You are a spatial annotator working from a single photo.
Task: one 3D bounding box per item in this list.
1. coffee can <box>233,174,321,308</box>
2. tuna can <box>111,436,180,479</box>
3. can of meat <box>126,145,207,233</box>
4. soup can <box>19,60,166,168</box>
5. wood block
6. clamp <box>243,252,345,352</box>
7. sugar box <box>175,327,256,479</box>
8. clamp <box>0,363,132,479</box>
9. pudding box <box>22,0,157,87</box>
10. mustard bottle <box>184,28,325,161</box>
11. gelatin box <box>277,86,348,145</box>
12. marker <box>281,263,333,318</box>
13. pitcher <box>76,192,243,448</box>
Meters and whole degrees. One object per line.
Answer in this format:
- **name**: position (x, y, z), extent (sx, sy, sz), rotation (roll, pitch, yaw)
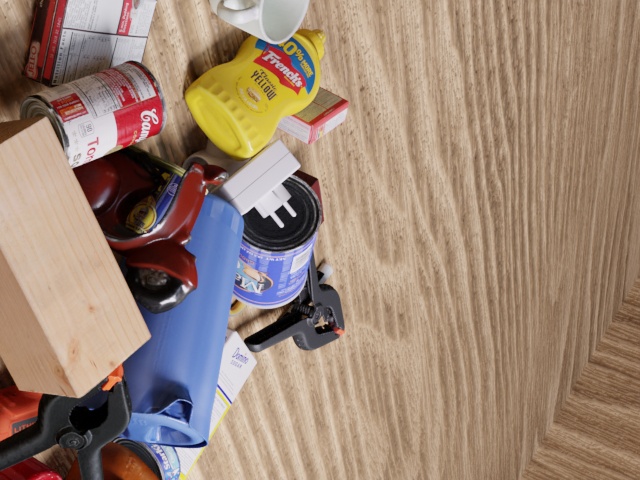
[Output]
- **coffee can**: position (-0.058, 0.001, 1.199), extent (0.102, 0.103, 0.140), rotation (-52, 169, -28)
- **tuna can**: position (-0.198, 0.248, 1.193), extent (0.033, 0.086, 0.086), rotation (-33, 138, -50)
- **can of meat**: position (-0.172, -0.037, 1.007), extent (0.084, 0.102, 0.057), rotation (-59, 153, -11)
- **soup can**: position (-0.189, -0.104, 0.888), extent (0.102, 0.069, 0.068), rotation (-28, 135, -38)
- **wood block**: position (-0.232, 0.014, 0.859), extent (0.090, 0.091, 0.206), rotation (-42, 119, -42)
- **clamp**: position (-0.016, 0.083, 1.418), extent (0.209, 0.036, 0.164), rotation (27, 85, -60)
- **sugar box**: position (-0.149, 0.194, 1.289), extent (0.176, 0.048, 0.093), rotation (-60, 153, -22)
- **clamp**: position (-0.226, 0.164, 0.926), extent (0.120, 0.039, 0.172), rotation (12, 121, -26)
- **pudding box**: position (-0.197, -0.177, 0.921), extent (0.113, 0.039, 0.090), rotation (-8, 120, -57)
- **mustard bottle**: position (-0.053, -0.173, 1.139), extent (0.191, 0.096, 0.058), rotation (-47, -169, -37)
- **gelatin box**: position (-0.025, -0.150, 1.202), extent (0.073, 0.089, 0.030), rotation (-39, 150, -43)
- **marker**: position (-0.022, 0.080, 1.463), extent (0.121, 0.020, 0.020), rotation (-52, 150, -28)
- **pitcher**: position (-0.157, 0.077, 1.056), extent (0.145, 0.149, 0.242), rotation (67, 32, -63)
